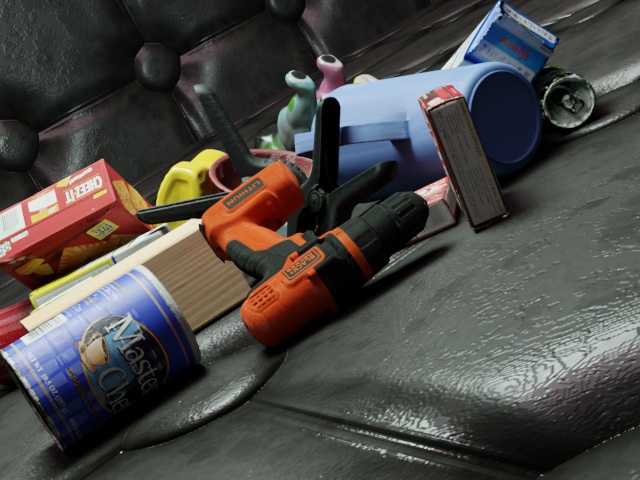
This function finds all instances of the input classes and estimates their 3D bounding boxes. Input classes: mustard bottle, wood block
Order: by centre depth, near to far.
[{"bbox_3d":[-0.185,0.068,1.076,0.206,0.091,0.090,-32,12,-17],"label":"wood block"},{"bbox_3d":[-0.144,-0.062,1.326,0.058,0.096,0.191,11,17,11],"label":"mustard bottle"}]

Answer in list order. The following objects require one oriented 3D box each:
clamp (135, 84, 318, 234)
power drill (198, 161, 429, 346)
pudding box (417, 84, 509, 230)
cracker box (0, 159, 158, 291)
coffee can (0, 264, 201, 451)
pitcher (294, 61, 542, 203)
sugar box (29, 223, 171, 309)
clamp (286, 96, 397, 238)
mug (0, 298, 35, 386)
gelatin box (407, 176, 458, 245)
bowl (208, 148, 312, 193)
[{"bbox_3d":[-0.078,-0.066,1.157,0.036,0.210,0.165,-92,21,-76],"label":"clamp"},{"bbox_3d":[-0.015,-0.006,0.942,0.184,0.057,0.188,-36,33,-9],"label":"power drill"},{"bbox_3d":[0.122,-0.074,0.921,0.039,0.113,0.090,-23,12,7],"label":"pudding box"},{"bbox_3d":[-0.271,0.011,1.280,0.164,0.072,0.213,-26,-31,7],"label":"cracker box"},{"bbox_3d":[-0.189,0.100,0.923,0.140,0.103,0.103,-33,13,-20],"label":"coffee can"},{"bbox_3d":[0.097,-0.109,1.085,0.149,0.145,0.243,-54,25,-22],"label":"pitcher"},{"bbox_3d":[-0.228,0.060,1.201,0.176,0.093,0.048,-26,12,9],"label":"sugar box"},{"bbox_3d":[0.014,-0.039,1.024,0.039,0.172,0.120,-1,31,-32],"label":"clamp"},{"bbox_3d":[-0.344,0.115,1.268,0.081,0.093,0.117,-22,-7,10],"label":"mug"},{"bbox_3d":[0.082,-0.021,0.990,0.089,0.030,0.073,-24,12,18],"label":"gelatin box"},{"bbox_3d":[-0.053,-0.054,1.268,0.162,0.055,0.162,5,26,-3],"label":"bowl"}]
